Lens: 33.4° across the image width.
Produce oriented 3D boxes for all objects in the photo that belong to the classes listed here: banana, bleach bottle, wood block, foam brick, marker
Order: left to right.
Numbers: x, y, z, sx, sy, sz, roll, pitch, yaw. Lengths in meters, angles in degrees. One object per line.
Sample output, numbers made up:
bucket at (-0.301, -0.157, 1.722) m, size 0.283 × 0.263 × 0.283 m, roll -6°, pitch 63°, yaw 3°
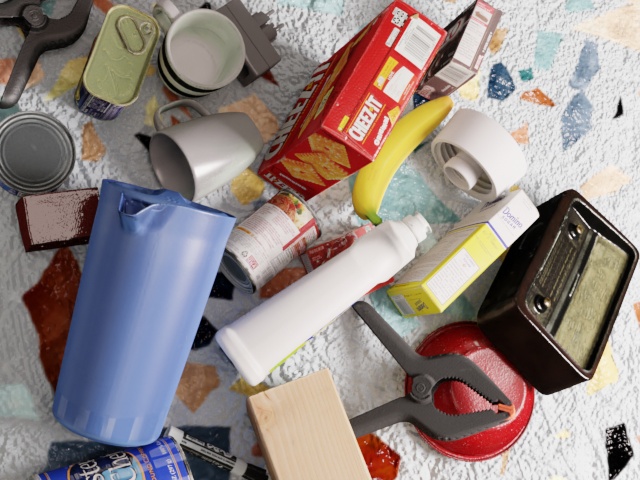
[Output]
foam brick at (-0.261, -0.021, 1.072) m, size 0.078 × 0.053 × 0.051 m, roll -9°, pitch 86°, yaw -22°
marker at (-0.108, 0.227, 1.117) m, size 0.121 × 0.020 × 0.020 m, roll 28°, pitch 73°, yaw -16°
wood block at (0.001, 0.248, 1.085) m, size 0.090 × 0.090 × 0.206 m, roll -19°, pitch 75°, yaw -10°
bleach bottle at (0.010, 0.052, 1.114) m, size 0.250 × 0.102 × 0.068 m, roll -36°, pitch 87°, yaw -6°
banana at (0.085, -0.090, 1.216) m, size 0.197 × 0.070 × 0.037 m, roll -60°, pitch 143°, yaw -25°

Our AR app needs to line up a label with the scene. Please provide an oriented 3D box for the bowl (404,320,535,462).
bowl at (0.179, 0.168, 1.203) m, size 0.162 × 0.055 × 0.162 m, roll 3°, pitch 79°, yaw -14°

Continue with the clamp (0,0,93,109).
clamp at (-0.306, -0.227, 1.091) m, size 0.120 × 0.039 × 0.171 m, roll 47°, pitch 63°, yaw -14°

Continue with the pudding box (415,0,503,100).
pudding box at (0.158, -0.218, 1.235) m, size 0.039 × 0.114 × 0.090 m, roll 28°, pitch 73°, yaw -13°

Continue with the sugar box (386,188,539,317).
sugar box at (0.162, 0.015, 1.215) m, size 0.176 × 0.093 × 0.048 m, roll -39°, pitch 98°, yaw -21°

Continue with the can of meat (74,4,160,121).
can of meat at (-0.212, -0.179, 1.097) m, size 0.057 × 0.084 × 0.102 m, roll 21°, pitch 75°, yaw -18°

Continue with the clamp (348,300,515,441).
clamp at (0.102, 0.171, 1.153) m, size 0.210 × 0.036 × 0.164 m, roll 18°, pitch 79°, yaw 17°

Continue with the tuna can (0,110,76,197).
tuna can at (-0.292, -0.086, 1.079) m, size 0.086 × 0.034 × 0.086 m, roll 3°, pitch 81°, yaw -21°

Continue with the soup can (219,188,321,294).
soup can at (-0.057, 0.001, 1.143) m, size 0.102 × 0.069 × 0.068 m, roll -41°, pitch 98°, yaw -21°

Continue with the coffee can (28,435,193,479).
coffee can at (-0.199, 0.257, 1.031) m, size 0.140 × 0.103 × 0.103 m, roll -13°, pitch 88°, yaw -23°

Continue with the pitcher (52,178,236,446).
pitcher at (-0.173, 0.069, 1.042) m, size 0.149 × 0.145 × 0.243 m, roll 14°, pitch 94°, yaw -30°

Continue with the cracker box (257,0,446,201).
cracker box at (0.025, -0.140, 1.116) m, size 0.072 × 0.214 × 0.164 m, roll 34°, pitch 71°, yaw -13°

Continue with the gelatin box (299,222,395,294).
gelatin box at (0.030, 0.030, 1.194) m, size 0.089 × 0.030 × 0.073 m, roll -23°, pitch 92°, yaw -22°
